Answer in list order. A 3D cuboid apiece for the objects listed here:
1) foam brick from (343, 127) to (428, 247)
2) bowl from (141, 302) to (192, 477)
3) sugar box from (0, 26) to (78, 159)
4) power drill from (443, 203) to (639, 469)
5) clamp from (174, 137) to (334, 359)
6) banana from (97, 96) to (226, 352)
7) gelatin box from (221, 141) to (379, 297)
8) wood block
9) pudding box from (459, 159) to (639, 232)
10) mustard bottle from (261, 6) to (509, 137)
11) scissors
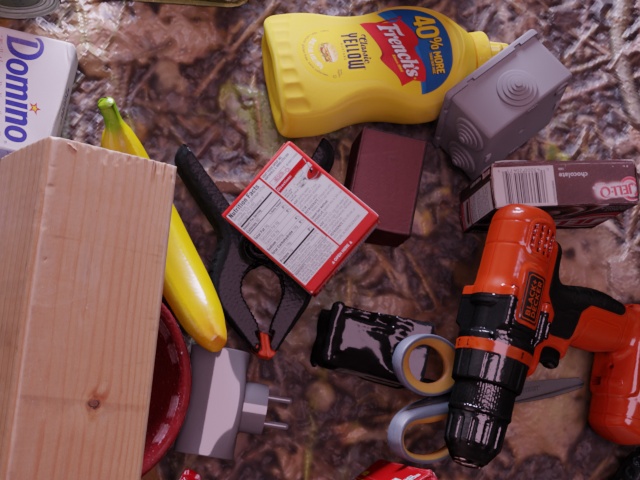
[{"bbox_3d":[0.046,-0.039,0.811,0.051,0.053,0.078,13,79,-6],"label":"foam brick"},{"bbox_3d":[-0.172,0.100,0.752,0.162,0.055,0.162,1,80,-8],"label":"bowl"},{"bbox_3d":[-0.274,-0.117,0.780,0.176,0.048,0.093,11,79,-5],"label":"sugar box"},{"bbox_3d":[0.171,0.087,0.762,0.187,0.057,0.184,26,75,-36],"label":"power drill"},{"bbox_3d":[-0.055,0.001,0.798,0.120,0.039,0.171,4,77,3],"label":"clamp"},{"bbox_3d":[-0.118,-0.005,0.771,0.037,0.069,0.198,-28,82,-1],"label":"banana"},{"bbox_3d":[-0.014,-0.016,0.764,0.089,0.030,0.073,40,87,9],"label":"gelatin box"},{"bbox_3d":[-0.160,0.049,0.674,0.090,0.090,0.206,13,77,-34],"label":"wood block"},{"bbox_3d":[0.171,-0.032,0.810,0.113,0.090,0.039,0,78,-8],"label":"pudding box"},{"bbox_3d":[0.055,-0.135,0.825,0.191,0.058,0.096,-7,64,-11],"label":"mustard bottle"},{"bbox_3d":[0.119,0.095,0.768,0.201,0.016,0.096,-20,97,-38],"label":"scissors"}]
